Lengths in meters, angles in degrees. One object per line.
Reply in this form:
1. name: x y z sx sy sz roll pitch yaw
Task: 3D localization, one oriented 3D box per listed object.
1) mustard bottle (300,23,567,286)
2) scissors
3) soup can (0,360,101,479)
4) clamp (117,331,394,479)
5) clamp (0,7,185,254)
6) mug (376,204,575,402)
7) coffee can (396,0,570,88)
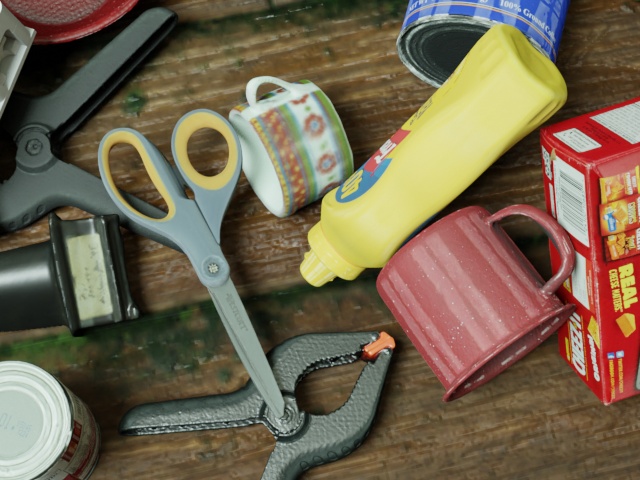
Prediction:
1. mustard bottle: 0.056 -0.039 0.627 0.058 0.096 0.192 42 113 -7
2. scissors: -0.054 0.001 0.647 0.096 0.016 0.202 -39 80 -14
3. soup can: -0.164 0.109 0.599 0.068 0.102 0.068 1 73 -3
4. clamp: -0.033 0.104 0.641 0.120 0.039 0.171 45 73 5
5. clamp: -0.172 -0.048 0.682 0.210 0.036 0.164 -17 80 -4
6. mug: 0.093 0.027 0.615 0.117 0.093 0.081 -46 70 30
7. coffee can: 0.116 -0.177 0.700 0.103 0.103 0.140 16 73 2
